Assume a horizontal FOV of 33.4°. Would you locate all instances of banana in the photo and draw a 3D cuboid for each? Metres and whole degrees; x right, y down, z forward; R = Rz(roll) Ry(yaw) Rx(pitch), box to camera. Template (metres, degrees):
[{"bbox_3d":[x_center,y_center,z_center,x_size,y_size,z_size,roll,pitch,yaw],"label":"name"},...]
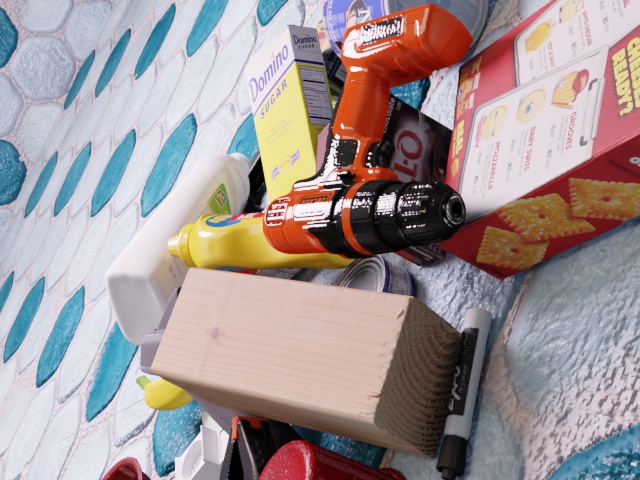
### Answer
[{"bbox_3d":[-0.129,0.117,1.069,0.198,0.037,0.070,-45,62,31],"label":"banana"}]

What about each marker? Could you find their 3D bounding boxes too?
[{"bbox_3d":[0.097,0.103,0.720,0.020,0.020,0.121,-26,42,54],"label":"marker"}]

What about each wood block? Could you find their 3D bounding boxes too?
[{"bbox_3d":[-0.011,0.084,0.777,0.206,0.090,0.091,6,69,38],"label":"wood block"}]

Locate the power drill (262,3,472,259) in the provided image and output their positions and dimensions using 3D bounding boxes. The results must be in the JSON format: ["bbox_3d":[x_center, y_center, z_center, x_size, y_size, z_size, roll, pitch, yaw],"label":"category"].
[{"bbox_3d":[0.047,-0.076,0.766,0.185,0.057,0.187,-3,60,48],"label":"power drill"}]

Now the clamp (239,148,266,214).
[{"bbox_3d":[-0.085,-0.059,1.240,0.210,0.036,0.164,-26,43,54],"label":"clamp"}]

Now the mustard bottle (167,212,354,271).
[{"bbox_3d":[-0.056,0.001,0.958,0.192,0.096,0.058,-4,95,29],"label":"mustard bottle"}]

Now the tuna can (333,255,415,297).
[{"bbox_3d":[0.039,0.054,0.872,0.086,0.033,0.086,-46,29,34],"label":"tuna can"}]

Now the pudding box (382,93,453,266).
[{"bbox_3d":[0.067,-0.048,0.854,0.039,0.090,0.113,-25,43,55],"label":"pudding box"}]

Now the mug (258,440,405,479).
[{"bbox_3d":[0.004,0.197,0.734,0.093,0.081,0.117,-46,28,33],"label":"mug"}]

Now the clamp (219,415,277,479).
[{"bbox_3d":[-0.058,0.224,0.815,0.120,0.039,0.171,-38,45,45],"label":"clamp"}]

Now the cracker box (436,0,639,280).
[{"bbox_3d":[0.176,-0.087,0.697,0.214,0.072,0.164,-32,39,48],"label":"cracker box"}]

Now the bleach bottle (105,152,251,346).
[{"bbox_3d":[-0.130,-0.006,1.107,0.068,0.102,0.250,3,37,22],"label":"bleach bottle"}]

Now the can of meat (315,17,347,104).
[{"bbox_3d":[0.016,-0.197,1.158,0.084,0.057,0.102,-62,24,-5],"label":"can of meat"}]

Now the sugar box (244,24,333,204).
[{"bbox_3d":[-0.027,-0.121,1.092,0.094,0.048,0.176,-33,65,49],"label":"sugar box"}]

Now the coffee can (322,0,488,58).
[{"bbox_3d":[0.076,-0.214,0.994,0.103,0.102,0.140,-65,23,-6],"label":"coffee can"}]
